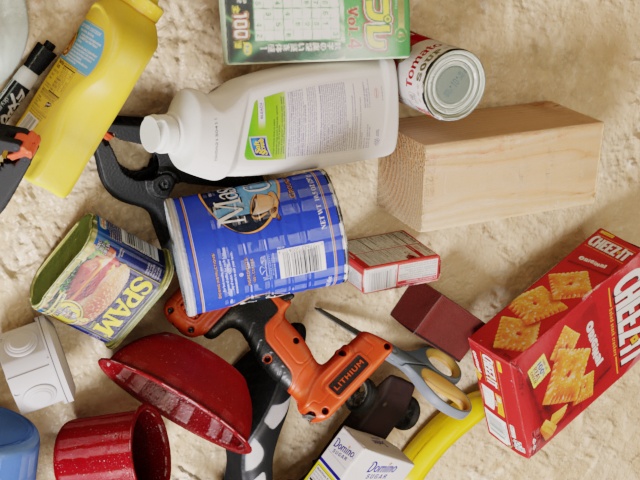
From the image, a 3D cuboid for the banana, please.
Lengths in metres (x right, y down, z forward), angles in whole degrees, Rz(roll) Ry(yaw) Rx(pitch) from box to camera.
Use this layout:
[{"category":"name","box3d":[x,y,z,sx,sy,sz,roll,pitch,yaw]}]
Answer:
[{"category":"banana","box3d":[0.127,0.238,1.203,0.198,0.037,0.069,-53,142,2]}]

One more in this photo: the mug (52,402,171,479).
[{"category":"mug","box3d":[-0.189,0.202,0.992,0.081,0.117,0.093,-9,83,13]}]

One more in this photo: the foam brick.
[{"category":"foam brick","box3d":[0.124,0.084,1.129,0.078,0.053,0.051,33,92,-34]}]

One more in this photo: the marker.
[{"category":"marker","box3d":[-0.257,-0.114,0.877,0.020,0.020,0.121,36,90,-33]}]

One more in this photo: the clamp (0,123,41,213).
[{"category":"clamp","box3d":[-0.307,-0.034,0.826,0.210,0.036,0.164,-12,124,12]}]

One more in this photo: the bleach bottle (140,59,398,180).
[{"category":"bleach bottle","box3d":[-0.041,-0.109,0.917,0.250,0.068,0.102,-10,101,-41]}]

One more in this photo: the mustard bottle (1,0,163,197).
[{"category":"mustard bottle","box3d":[-0.183,-0.133,0.862,0.058,0.096,0.191,30,94,-34]}]

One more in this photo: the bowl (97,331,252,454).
[{"category":"bowl","box3d":[-0.120,0.131,0.973,0.162,0.162,0.055,44,66,-33]}]

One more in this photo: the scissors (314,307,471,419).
[{"category":"scissors","box3d":[0.083,0.113,1.132,0.201,0.096,0.016,40,118,-5]}]

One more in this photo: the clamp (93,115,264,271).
[{"category":"clamp","box3d":[-0.131,-0.060,0.951,0.120,0.039,0.171,-44,126,-6]}]

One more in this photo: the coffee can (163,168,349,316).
[{"category":"coffee can","box3d":[-0.056,0.001,0.921,0.140,0.103,0.103,-12,115,-9]}]

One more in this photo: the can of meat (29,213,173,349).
[{"category":"can of meat","box3d":[-0.193,0.034,0.935,0.083,0.057,0.102,31,111,-30]}]

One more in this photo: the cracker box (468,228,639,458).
[{"category":"cracker box","box3d":[0.270,0.115,1.174,0.213,0.072,0.164,-35,132,-20]}]

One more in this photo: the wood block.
[{"category":"wood block","box3d":[0.168,-0.077,1.067,0.205,0.091,0.090,-9,114,-24]}]

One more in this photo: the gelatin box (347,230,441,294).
[{"category":"gelatin box","box3d":[0.064,0.021,1.062,0.089,0.073,0.030,-10,114,-25]}]

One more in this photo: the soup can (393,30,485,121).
[{"category":"soup can","box3d":[0.099,-0.154,0.994,0.068,0.102,0.068,-10,114,-24]}]

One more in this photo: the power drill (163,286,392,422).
[{"category":"power drill","box3d":[-0.024,0.062,0.998,0.187,0.057,0.184,44,79,2]}]

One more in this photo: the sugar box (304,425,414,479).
[{"category":"sugar box","box3d":[0.010,0.277,1.091,0.093,0.048,0.176,30,96,-46]}]
